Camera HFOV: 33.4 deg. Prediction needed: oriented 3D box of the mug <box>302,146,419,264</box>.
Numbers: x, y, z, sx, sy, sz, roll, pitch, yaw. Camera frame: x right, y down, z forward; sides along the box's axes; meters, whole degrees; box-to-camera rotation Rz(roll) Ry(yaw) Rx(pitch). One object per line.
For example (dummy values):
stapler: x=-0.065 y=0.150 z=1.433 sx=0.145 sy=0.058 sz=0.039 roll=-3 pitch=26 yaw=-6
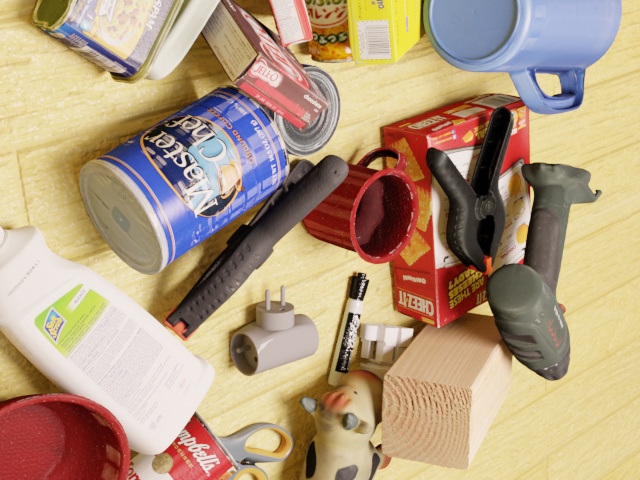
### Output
mug: x=0.040 y=-0.041 z=1.035 sx=0.093 sy=0.082 sz=0.117 roll=39 pitch=76 yaw=-43

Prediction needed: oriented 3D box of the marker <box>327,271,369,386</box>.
marker: x=0.030 y=0.092 z=1.110 sx=0.020 sy=0.020 sz=0.121 roll=8 pitch=97 yaw=-45

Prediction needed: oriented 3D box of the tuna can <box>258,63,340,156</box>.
tuna can: x=-0.022 y=-0.121 z=0.985 sx=0.085 sy=0.034 sz=0.086 roll=-15 pitch=113 yaw=-40

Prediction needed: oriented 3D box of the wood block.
wood block: x=0.138 y=0.150 z=1.124 sx=0.205 sy=0.091 sz=0.090 roll=-35 pitch=129 yaw=-64

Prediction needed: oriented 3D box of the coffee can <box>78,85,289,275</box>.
coffee can: x=-0.110 y=-0.051 z=0.873 sx=0.140 sy=0.103 sz=0.103 roll=-36 pitch=125 yaw=-31

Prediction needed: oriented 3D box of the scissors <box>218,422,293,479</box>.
scissors: x=-0.106 y=0.213 z=1.021 sx=0.201 sy=0.016 sz=0.096 roll=7 pitch=98 yaw=-44

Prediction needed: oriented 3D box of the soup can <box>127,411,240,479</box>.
soup can: x=-0.132 y=0.207 z=0.943 sx=0.102 sy=0.069 sz=0.068 roll=-37 pitch=127 yaw=-13

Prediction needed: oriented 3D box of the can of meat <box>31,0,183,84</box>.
can of meat: x=-0.160 y=-0.185 z=0.818 sx=0.083 sy=0.058 sz=0.102 roll=30 pitch=81 yaw=-42

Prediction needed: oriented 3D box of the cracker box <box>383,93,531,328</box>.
cracker box: x=0.151 y=-0.037 z=1.151 sx=0.163 sy=0.072 sz=0.214 roll=-23 pitch=119 yaw=-37

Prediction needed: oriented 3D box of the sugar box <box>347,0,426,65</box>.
sugar box: x=0.068 y=-0.225 z=0.976 sx=0.176 sy=0.048 sz=0.093 roll=-49 pitch=138 yaw=-60

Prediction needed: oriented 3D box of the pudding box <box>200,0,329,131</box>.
pudding box: x=-0.051 y=-0.151 z=0.892 sx=0.039 sy=0.114 sz=0.089 roll=-46 pitch=137 yaw=12

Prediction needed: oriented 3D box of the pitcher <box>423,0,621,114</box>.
pitcher: x=0.202 y=-0.215 z=1.054 sx=0.242 sy=0.149 sz=0.145 roll=-19 pitch=143 yaw=-56

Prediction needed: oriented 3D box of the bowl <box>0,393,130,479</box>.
bowl: x=-0.236 y=0.181 z=0.846 sx=0.161 sy=0.055 sz=0.162 roll=-17 pitch=122 yaw=-29

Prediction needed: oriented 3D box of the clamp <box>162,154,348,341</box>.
clamp: x=-0.056 y=0.001 z=0.930 sx=0.036 sy=0.165 sz=0.210 roll=42 pitch=79 yaw=-8

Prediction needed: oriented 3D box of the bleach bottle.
bleach bottle: x=-0.192 y=0.066 z=0.861 sx=0.250 sy=0.068 sz=0.102 roll=54 pitch=56 yaw=-35

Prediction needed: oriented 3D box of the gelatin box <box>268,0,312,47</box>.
gelatin box: x=-0.033 y=-0.216 z=0.912 sx=0.030 sy=0.089 sz=0.073 roll=-15 pitch=121 yaw=3

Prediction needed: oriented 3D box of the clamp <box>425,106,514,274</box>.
clamp: x=0.162 y=-0.048 z=1.078 sx=0.120 sy=0.039 sz=0.171 roll=-35 pitch=131 yaw=-24
